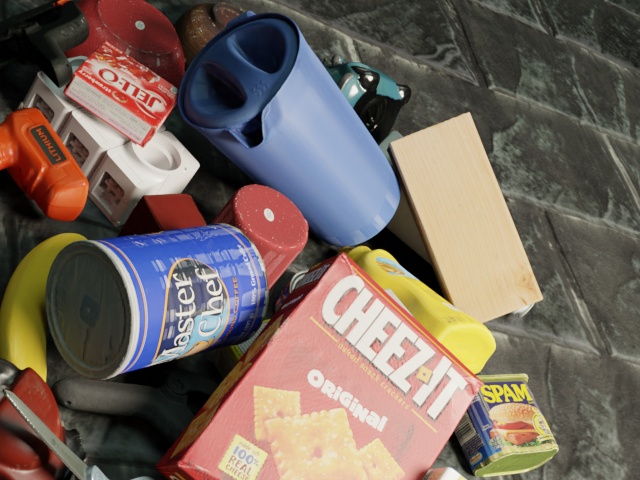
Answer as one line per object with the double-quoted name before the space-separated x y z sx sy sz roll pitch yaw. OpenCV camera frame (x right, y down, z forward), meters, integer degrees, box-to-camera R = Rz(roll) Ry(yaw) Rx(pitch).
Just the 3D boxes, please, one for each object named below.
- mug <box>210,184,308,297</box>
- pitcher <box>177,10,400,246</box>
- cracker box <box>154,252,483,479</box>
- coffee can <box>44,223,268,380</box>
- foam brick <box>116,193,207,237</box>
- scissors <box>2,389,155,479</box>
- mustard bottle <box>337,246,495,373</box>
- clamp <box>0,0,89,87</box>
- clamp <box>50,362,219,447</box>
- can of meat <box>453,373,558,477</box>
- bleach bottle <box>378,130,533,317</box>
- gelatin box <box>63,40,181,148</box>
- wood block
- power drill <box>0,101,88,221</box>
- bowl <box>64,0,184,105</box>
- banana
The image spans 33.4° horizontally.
"mug" -0.057 0.001 1.007 0.117 0.082 0.093 -7 56 -46
"pitcher" -0.020 -0.105 1.052 0.145 0.149 0.242 19 -19 42
"cracker box" 0.005 0.142 0.825 0.164 0.072 0.213 43 65 -9
"coffee can" -0.124 0.044 0.825 0.140 0.103 0.103 -9 58 -49
"foam brick" -0.140 0.003 0.933 0.051 0.078 0.053 -5 54 -43
"scissors" -0.149 0.160 0.734 0.201 0.016 0.096 63 14 -19
"mustard bottle" 0.080 0.058 1.058 0.096 0.058 0.192 23 12 -48
"clamp" -0.264 -0.180 0.981 0.165 0.036 0.209 3 30 19
"clamp" -0.129 0.127 0.841 0.171 0.039 0.120 35 35 -1
"can of meat" 0.176 0.182 1.047 0.101 0.058 0.084 4 51 -39
"bleach bottle" 0.146 -0.010 1.223 0.251 0.068 0.102 42 38 -1
"gelatin box" -0.179 -0.135 0.977 0.089 0.030 0.073 34 36 -8
"wood block" 0.149 -0.020 1.126 0.090 0.091 0.206 12 56 -88
"power drill" -0.284 -0.037 0.849 0.187 0.057 0.184 -15 60 -44
"bowl" -0.203 -0.209 1.125 0.162 0.055 0.162 24 39 -21
"banana" -0.217 0.050 0.847 0.069 0.037 0.197 31 36 -11
